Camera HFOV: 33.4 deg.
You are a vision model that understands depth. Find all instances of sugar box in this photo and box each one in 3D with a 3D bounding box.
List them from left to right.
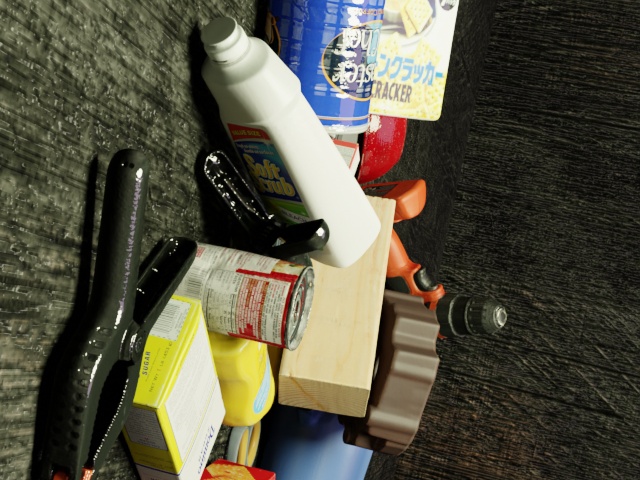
[{"bbox_3d":[-0.115,0.126,0.822,0.176,0.048,0.093,92,15,-54],"label":"sugar box"}]

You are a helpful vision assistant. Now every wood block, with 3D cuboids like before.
[{"bbox_3d":[0.017,0.062,1.083,0.091,0.090,0.206,95,4,-63],"label":"wood block"}]

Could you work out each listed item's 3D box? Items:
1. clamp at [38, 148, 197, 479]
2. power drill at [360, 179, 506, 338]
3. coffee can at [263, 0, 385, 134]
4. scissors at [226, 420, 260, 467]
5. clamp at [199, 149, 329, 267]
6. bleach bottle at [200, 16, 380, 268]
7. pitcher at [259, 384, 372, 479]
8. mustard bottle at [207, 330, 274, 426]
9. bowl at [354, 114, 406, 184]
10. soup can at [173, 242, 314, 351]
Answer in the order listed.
[{"bbox_3d":[-0.133,0.055,0.680,0.164,0.036,0.210,80,25,-62],"label":"clamp"},{"bbox_3d":[0.107,0.027,1.198,0.057,0.185,0.187,-39,116,-43],"label":"power drill"},{"bbox_3d":[0.001,-0.172,0.924,0.102,0.103,0.140,-45,145,-69],"label":"coffee can"},{"bbox_3d":[-0.089,0.276,1.162,0.096,0.016,0.202,-57,156,-60],"label":"scissors"},{"bbox_3d":[-0.050,-0.010,0.882,0.039,0.120,0.171,-44,170,-20],"label":"clamp"},{"bbox_3d":[-0.034,-0.080,0.851,0.068,0.103,0.250,-49,140,-16],"label":"bleach bottle"},{"bbox_3d":[-0.012,0.297,1.273,0.145,0.149,0.243,7,-100,67],"label":"pitcher"},{"bbox_3d":[-0.074,0.112,0.963,0.192,0.058,0.096,86,6,-52],"label":"mustard bottle"},{"bbox_3d":[0.064,-0.137,1.245,0.162,0.055,0.162,-178,-90,-81],"label":"bowl"},{"bbox_3d":[-0.062,0.043,0.841,0.068,0.102,0.068,12,90,-78],"label":"soup can"}]
